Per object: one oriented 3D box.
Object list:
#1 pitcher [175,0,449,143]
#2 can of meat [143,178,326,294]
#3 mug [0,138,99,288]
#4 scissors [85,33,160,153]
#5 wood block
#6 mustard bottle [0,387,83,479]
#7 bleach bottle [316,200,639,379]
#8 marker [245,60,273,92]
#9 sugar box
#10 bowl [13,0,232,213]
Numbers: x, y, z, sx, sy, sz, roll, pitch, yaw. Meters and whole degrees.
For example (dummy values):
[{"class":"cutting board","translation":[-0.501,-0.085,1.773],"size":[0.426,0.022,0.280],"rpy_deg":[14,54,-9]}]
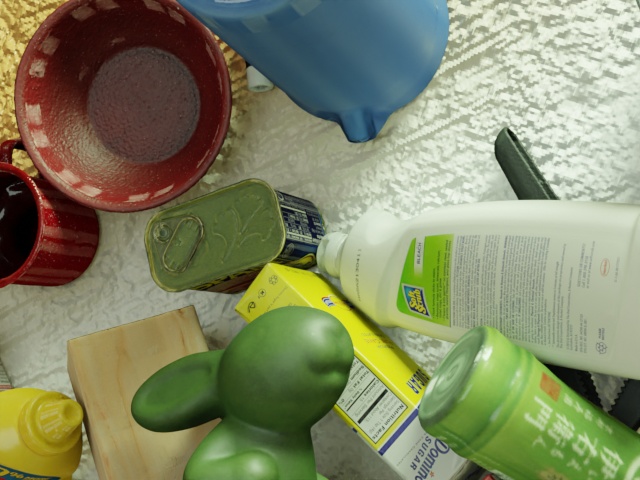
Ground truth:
[{"class":"pitcher","translation":[-0.010,-0.166,0.643],"size":[0.149,0.242,0.145],"rpy_deg":[41,97,15]},{"class":"can of meat","translation":[-0.055,0.001,0.732],"size":[0.102,0.083,0.057],"rpy_deg":[-19,78,21]},{"class":"mug","translation":[-0.223,-0.019,0.808],"size":[0.093,0.081,0.117],"rpy_deg":[-9,81,22]},{"class":"scissors","translation":[-0.144,-0.165,0.823],"size":[0.096,0.016,0.202],"rpy_deg":[27,96,18]},{"class":"wood block","translation":[-0.099,0.161,0.716],"size":[0.090,0.091,0.206],"rpy_deg":[-16,75,-17]},{"class":"mustard bottle","translation":[-0.221,0.144,0.738],"size":[0.192,0.096,0.058],"rpy_deg":[-30,46,40]},{"class":"bleach bottle","translation":[0.100,0.015,0.651],"size":[0.251,0.067,0.102],"rpy_deg":[9,98,42]},{"class":"marker","translation":[-0.050,-0.169,0.783],"size":[0.020,0.020,0.121],"rpy_deg":[-10,81,22]},{"class":"sugar box","translation":[0.032,0.088,0.681],"size":[0.176,0.093,0.048],"rpy_deg":[40,100,21]},{"class":"bowl","translation":[-0.138,-0.101,0.781],"size":[0.162,0.055,0.162],"rpy_deg":[0,92,9]}]
